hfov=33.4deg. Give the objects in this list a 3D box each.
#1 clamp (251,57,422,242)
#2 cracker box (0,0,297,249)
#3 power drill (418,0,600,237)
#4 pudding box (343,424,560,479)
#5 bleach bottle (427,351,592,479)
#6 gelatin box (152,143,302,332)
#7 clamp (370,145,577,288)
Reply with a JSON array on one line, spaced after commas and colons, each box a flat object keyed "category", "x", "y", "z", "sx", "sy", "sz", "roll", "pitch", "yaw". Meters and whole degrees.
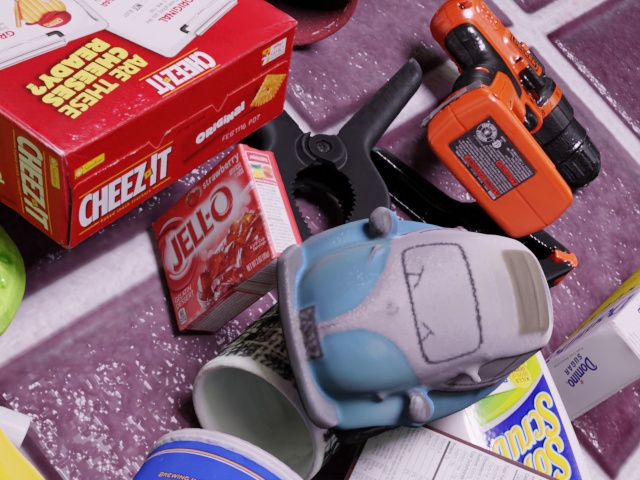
[{"category": "clamp", "x": 0.006, "y": -0.054, "z": 0.696, "sx": 0.164, "sy": 0.036, "sz": 0.210, "roll": -1, "pitch": 57, "yaw": -17}, {"category": "cracker box", "x": -0.147, "y": -0.107, "z": 0.575, "sx": 0.214, "sy": 0.072, "sz": 0.164, "roll": 34, "pitch": 50, "yaw": 23}, {"category": "power drill", "x": 0.141, "y": -0.079, "z": 0.767, "sx": 0.184, "sy": 0.057, "sz": 0.187, "roll": 45, "pitch": 27, "yaw": -14}, {"category": "pudding box", "x": 0.063, "y": 0.150, "z": 0.561, "sx": 0.113, "sy": 0.039, "sz": 0.090, "roll": 22, "pitch": 66, "yaw": 15}, {"category": "bleach bottle", "x": 0.120, "y": 0.144, "z": 0.626, "sx": 0.102, "sy": 0.068, "sz": 0.251, "roll": -10, "pitch": 64, "yaw": -33}, {"category": "gelatin box", "x": -0.054, "y": 0.001, "z": 0.601, "sx": 0.030, "sy": 0.089, "sz": 0.073, "roll": 9, "pitch": 54, "yaw": -45}, {"category": "clamp", "x": 0.096, "y": -0.007, "z": 0.740, "sx": 0.171, "sy": 0.039, "sz": 0.120, "roll": 8, "pitch": 59, "yaw": -26}]
